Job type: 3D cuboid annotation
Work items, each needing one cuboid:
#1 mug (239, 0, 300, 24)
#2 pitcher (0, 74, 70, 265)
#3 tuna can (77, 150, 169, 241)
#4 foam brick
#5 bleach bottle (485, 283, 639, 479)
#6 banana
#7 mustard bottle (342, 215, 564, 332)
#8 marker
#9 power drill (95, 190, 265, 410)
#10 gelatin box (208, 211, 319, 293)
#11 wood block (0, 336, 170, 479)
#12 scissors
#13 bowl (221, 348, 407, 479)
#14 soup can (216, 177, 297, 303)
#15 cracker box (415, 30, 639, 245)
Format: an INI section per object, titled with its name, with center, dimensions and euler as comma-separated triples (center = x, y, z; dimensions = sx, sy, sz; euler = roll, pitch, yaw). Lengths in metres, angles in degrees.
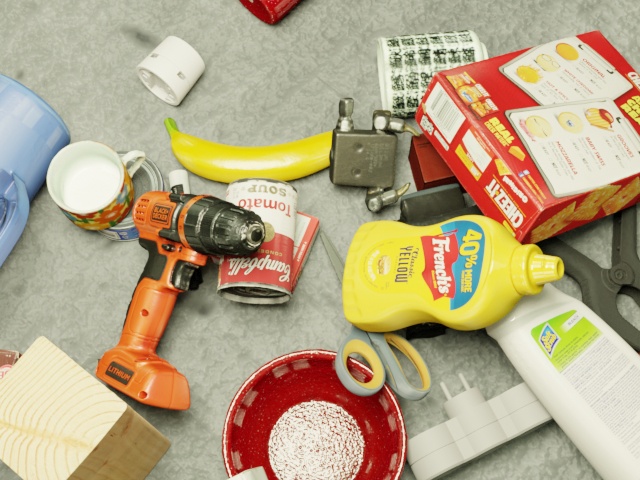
[mug]
center = -0.054, -0.281, 1.097
dimensions = 0.081, 0.093, 0.117
euler = -45, 45, -7
[pitcher]
center = -0.338, -0.034, 0.996
dimensions = 0.149, 0.145, 0.242
euler = 35, 72, -5
[tuna can]
center = -0.192, -0.044, 1.044
dimensions = 0.086, 0.034, 0.086
euler = -1, 71, 2
[foam brick]
center = 0.129, -0.077, 1.033
dimensions = 0.078, 0.051, 0.053
euler = -12, 70, -2
[bleach bottle]
center = 0.224, 0.103, 0.928
dimensions = 0.102, 0.068, 0.251
euler = -37, 86, -26
[banana]
center = -0.064, -0.087, 1.051
dimensions = 0.198, 0.037, 0.069
euler = 5, 72, 4
[mustard bottle]
center = 0.112, 0.027, 0.896
dimensions = 0.192, 0.058, 0.096
euler = -4, 65, 36
[marker]
center = -0.131, -0.010, 1.037
dimensions = 0.020, 0.020, 0.121
euler = -10, 71, -1
[power drill]
center = -0.125, 0.050, 0.940
dimensions = 0.057, 0.185, 0.187
euler = 20, 85, -36
[gelatin box]
center = -0.054, 0.000, 1.026
dimensions = 0.089, 0.030, 0.073
euler = 20, 75, 8
[wood block]
center = -0.200, 0.162, 0.884
dimensions = 0.091, 0.206, 0.090
euler = 37, 77, 12
[scissors]
center = 0.024, 0.069, 0.964
dimensions = 0.096, 0.016, 0.202
euler = -13, 53, -40
[bowl]
center = -0.005, 0.181, 0.949
dimensions = 0.162, 0.055, 0.162
euler = -1, 71, 2
[soup can]
center = -0.056, 0.001, 0.973
dimensions = 0.068, 0.068, 0.102
euler = 3, 73, 3
[cracker box]
center = 0.217, -0.097, 0.980
dimensions = 0.213, 0.072, 0.164
euler = -19, 62, -31
